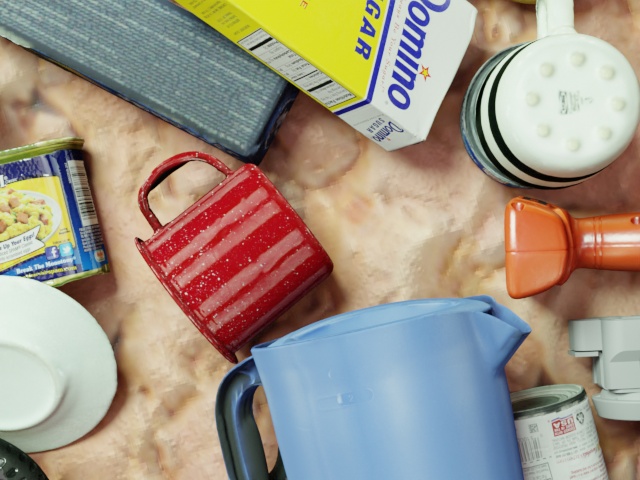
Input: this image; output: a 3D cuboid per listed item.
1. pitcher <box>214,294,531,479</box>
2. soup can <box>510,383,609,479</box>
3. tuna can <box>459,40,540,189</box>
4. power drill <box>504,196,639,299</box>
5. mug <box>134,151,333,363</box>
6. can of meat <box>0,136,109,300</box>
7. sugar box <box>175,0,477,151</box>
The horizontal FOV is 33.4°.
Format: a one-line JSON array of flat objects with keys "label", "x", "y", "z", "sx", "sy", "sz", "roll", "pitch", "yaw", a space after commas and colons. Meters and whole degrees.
[{"label": "pitcher", "x": 0.042, "y": 0.156, "z": 0.570, "sx": 0.144, "sy": 0.149, "sz": 0.243, "roll": -11, "pitch": 88, "yaw": -20}, {"label": "soup can", "x": 0.133, "y": 0.141, "z": 0.619, "sx": 0.068, "sy": 0.068, "sz": 0.102, "roll": -14, "pitch": 90, "yaw": 2}, {"label": "tuna can", "x": 0.126, "y": -0.073, "z": 0.633, "sx": 0.086, "sy": 0.034, "sz": 0.086, "roll": 0, "pitch": 91, "yaw": 2}, {"label": "power drill", "x": 0.194, "y": 0.003, "z": 0.567, "sx": 0.188, "sy": 0.184, "sz": 0.057, "roll": 0, "pitch": 91, "yaw": 12}, {"label": "mug", "x": -0.054, "y": 0.001, "z": 0.614, "sx": 0.081, "sy": 0.093, "sz": 0.117, "roll": -39, "pitch": 93, "yaw": -2}, {"label": "can of meat", "x": -0.183, "y": -0.010, "z": 0.636, "sx": 0.102, "sy": 0.057, "sz": 0.084, "roll": -13, "pitch": 93, "yaw": 3}, {"label": "sugar box", "x": -0.001, "y": -0.134, "z": 0.583, "sx": 0.176, "sy": 0.048, "sz": 0.093, "roll": 31, "pitch": 71, "yaw": -20}]
